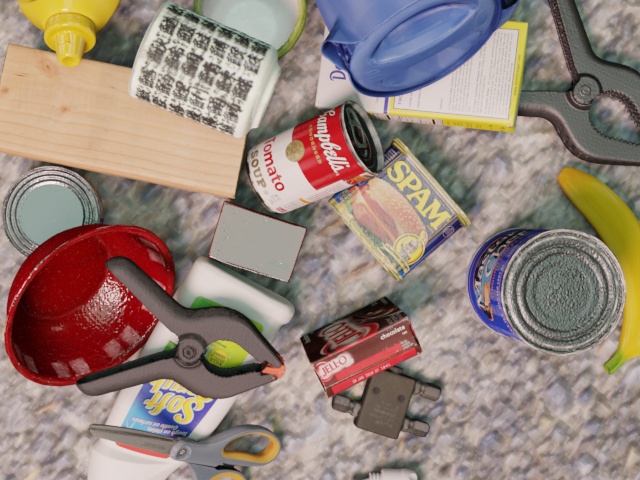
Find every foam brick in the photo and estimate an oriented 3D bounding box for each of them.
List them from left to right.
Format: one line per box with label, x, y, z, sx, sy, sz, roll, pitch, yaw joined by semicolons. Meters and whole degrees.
foam brick;-0.056;0.001;0.948;0.078;0.051;0.053;19;91;-4

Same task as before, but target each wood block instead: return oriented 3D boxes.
wood block;-0.166;-0.099;0.920;0.206;0.091;0.090;11;90;-4

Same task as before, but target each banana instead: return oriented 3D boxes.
banana;0.274;0.022;0.976;0.069;0.037;0.198;-15;92;-4

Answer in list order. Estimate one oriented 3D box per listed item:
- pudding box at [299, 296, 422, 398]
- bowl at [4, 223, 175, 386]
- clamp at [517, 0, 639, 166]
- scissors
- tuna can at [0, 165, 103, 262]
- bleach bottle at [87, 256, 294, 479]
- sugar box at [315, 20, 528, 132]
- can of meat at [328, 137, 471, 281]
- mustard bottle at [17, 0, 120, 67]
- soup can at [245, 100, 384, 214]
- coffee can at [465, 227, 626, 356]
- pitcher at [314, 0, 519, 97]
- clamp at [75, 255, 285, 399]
pudding box;0.033;0.090;0.924;0.090;0.113;0.039;-25;96;-3
bowl;-0.206;0.044;0.911;0.162;0.162;0.055;-50;54;-2
clamp;0.226;-0.129;0.971;0.210;0.036;0.164;44;90;1
scissors;-0.120;0.194;0.911;0.201;0.016;0.096;5;112;-40
tuna can;-0.236;-0.022;0.945;0.086;0.034;0.086;0;91;-4
bleach bottle;-0.125;0.145;0.942;0.102;0.068;0.251;28;92;-5
sugar box;0.089;-0.150;0.940;0.176;0.048;0.093;8;89;12
can of meat;0.068;-0.026;0.953;0.084;0.057;0.102;-41;93;1
mustard bottle;-0.206;-0.227;0.887;0.096;0.058;0.191;-15;62;19
soup can;-0.005;-0.071;0.923;0.102;0.068;0.068;-22;93;25
coffee can;0.189;0.040;0.919;0.102;0.140;0.103;0;91;-4
pitcher;0.047;-0.251;0.884;0.145;0.149;0.243;-34;67;22
clamp;-0.117;0.095;0.887;0.171;0.039;0.120;23;105;-7
